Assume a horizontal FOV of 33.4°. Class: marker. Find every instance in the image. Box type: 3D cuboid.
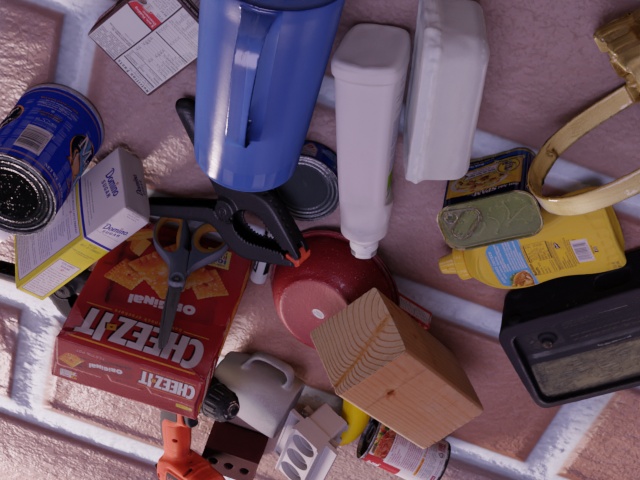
[{"bbox_3d":[-0.058,0.001,1.219,0.020,0.020,0.121,19,130,-1],"label":"marker"}]

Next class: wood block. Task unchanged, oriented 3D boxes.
[{"bbox_3d":[0.089,0.148,1.187,0.091,0.090,0.205,-35,141,12],"label":"wood block"}]

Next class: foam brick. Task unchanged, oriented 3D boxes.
[{"bbox_3d":[-0.117,0.285,1.437,0.078,0.051,0.053,19,130,-1],"label":"foam brick"}]

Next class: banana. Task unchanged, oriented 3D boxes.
[{"bbox_3d":[0.035,0.190,1.337,0.070,0.037,0.198,15,132,33],"label":"banana"}]

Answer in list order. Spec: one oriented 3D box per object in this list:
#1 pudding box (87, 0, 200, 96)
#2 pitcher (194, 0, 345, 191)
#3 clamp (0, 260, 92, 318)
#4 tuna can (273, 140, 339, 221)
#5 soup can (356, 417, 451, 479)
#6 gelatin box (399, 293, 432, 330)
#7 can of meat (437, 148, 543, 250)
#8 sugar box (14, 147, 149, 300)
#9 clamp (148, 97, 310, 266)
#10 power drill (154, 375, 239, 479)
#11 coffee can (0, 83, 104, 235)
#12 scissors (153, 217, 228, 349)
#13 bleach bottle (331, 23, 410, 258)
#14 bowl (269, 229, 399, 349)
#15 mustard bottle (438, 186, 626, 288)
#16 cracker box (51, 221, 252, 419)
[{"bbox_3d":[-0.163,-0.210,1.068,0.114,0.039,0.090,-28,118,33],"label":"pudding box"},{"bbox_3d":[-0.059,-0.156,1.000,0.145,0.149,0.243,49,146,29],"label":"pitcher"},{"bbox_3d":[-0.311,0.044,1.308,0.171,0.039,0.120,33,131,-12],"label":"clamp"},{"bbox_3d":[-0.017,-0.064,1.147,0.086,0.033,0.086,7,129,9],"label":"tuna can"},{"bbox_3d":[0.106,0.265,1.354,0.102,0.068,0.069,26,129,-7],"label":"soup can"},{"bbox_3d":[0.076,0.100,1.255,0.073,0.030,0.089,33,128,-11],"label":"gelatin box"},{"bbox_3d":[0.174,-0.043,1.082,0.102,0.084,0.057,-13,123,23],"label":"can of meat"},{"bbox_3d":[-0.268,-0.017,1.191,0.176,0.093,0.048,-31,139,21],"label":"sugar box"},{"bbox_3d":[-0.105,-0.035,1.163,0.210,0.036,0.165,41,131,5],"label":"clamp"},{"bbox_3d":[-0.160,0.237,1.343,0.185,0.057,0.188,23,124,44],"label":"power drill"},{"bbox_3d":[-0.302,-0.088,1.133,0.103,0.140,0.103,7,129,9],"label":"coffee can"},{"bbox_3d":[-0.138,0.039,1.168,0.096,0.202,0.016,-4,135,-12],"label":"scissors"},{"bbox_3d":[0.047,-0.083,1.070,0.068,0.102,0.251,10,128,11],"label":"bleach bottle"},{"bbox_3d":[0.006,0.071,1.211,0.162,0.055,0.162,12,122,19],"label":"bowl"},{"bbox_3d":[0.216,0.006,1.127,0.192,0.058,0.096,-15,131,24],"label":"mustard bottle"},{"bbox_3d":[-0.180,0.077,1.184,0.164,0.213,0.072,17,130,1],"label":"cracker box"}]
